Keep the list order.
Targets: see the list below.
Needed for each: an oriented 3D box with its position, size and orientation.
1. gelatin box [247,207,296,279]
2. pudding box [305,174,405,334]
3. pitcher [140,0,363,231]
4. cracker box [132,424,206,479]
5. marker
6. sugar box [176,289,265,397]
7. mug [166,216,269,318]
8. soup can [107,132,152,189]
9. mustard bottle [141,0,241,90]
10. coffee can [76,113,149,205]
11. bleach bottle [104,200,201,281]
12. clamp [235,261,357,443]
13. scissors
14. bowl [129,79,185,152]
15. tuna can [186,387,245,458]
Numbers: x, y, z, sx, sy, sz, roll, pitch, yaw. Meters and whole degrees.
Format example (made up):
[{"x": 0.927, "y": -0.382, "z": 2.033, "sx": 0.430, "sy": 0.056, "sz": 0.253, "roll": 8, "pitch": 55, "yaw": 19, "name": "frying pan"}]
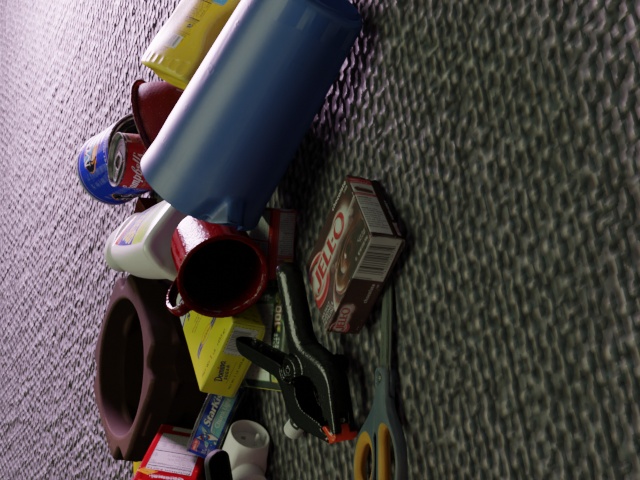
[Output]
[{"x": -0.057, "y": 0.001, "z": 1.122, "sx": 0.089, "sy": 0.030, "sz": 0.073, "roll": 8, "pitch": 94, "yaw": 62, "name": "gelatin box"}, {"x": 0.028, "y": 0.013, "z": 0.946, "sx": 0.114, "sy": 0.039, "sz": 0.090, "roll": -64, "pitch": 29, "yaw": 32, "name": "pudding box"}, {"x": -0.068, "y": -0.144, "z": 1.035, "sx": 0.243, "sy": 0.149, "sz": 0.144, "roll": -57, "pitch": -7, "yaw": 22, "name": "pitcher"}, {"x": -0.166, "y": 0.311, "z": 1.147, "sx": 0.213, "sy": 0.072, "sz": 0.164, "roll": -88, "pitch": 7, "yaw": -83, "name": "cracker box"}, {"x": -0.004, "y": 0.148, "z": 1.011, "sx": 0.121, "sy": 0.020, "sz": 0.020, "roll": -59, "pitch": 38, "yaw": 39, "name": "marker"}, {"x": -0.113, "y": 0.079, "z": 1.161, "sx": 0.093, "sy": 0.048, "sz": 0.176, "roll": -63, "pitch": 30, "yaw": 21, "name": "sugar box"}, {"x": -0.114, "y": 0.028, "z": 1.083, "sx": 0.117, "sy": 0.093, "sz": 0.081, "roll": -48, "pitch": 30, "yaw": 9, "name": "mug"}, {"x": -0.208, "y": -0.096, "z": 1.339, "sx": 0.069, "sy": 0.102, "sz": 0.068, "roll": -16, "pitch": 72, "yaw": 60, "name": "soup can"}, {"x": -0.118, "y": -0.260, "z": 1.197, "sx": 0.096, "sy": 0.058, "sz": 0.191, "roll": 27, "pitch": 83, "yaw": 47, "name": "mustard bottle"}, {"x": -0.259, "y": -0.108, "z": 1.435, "sx": 0.141, "sy": 0.102, "sz": 0.103, "roll": -14, "pitch": 74, "yaw": 60, "name": "coffee can"}, {"x": -0.201, "y": 0.005, "z": 1.240, "sx": 0.102, "sy": 0.068, "sz": 0.251, "roll": -56, "pitch": 20, "yaw": -22, "name": "bleach bottle"}, {"x": -0.024, "y": 0.119, "z": 0.985, "sx": 0.120, "sy": 0.039, "sz": 0.171, "roll": -55, "pitch": 49, "yaw": 45, "name": "clamp"}, {"x": 0.048, "y": 0.133, "z": 0.922, "sx": 0.096, "sy": 0.016, "sz": 0.202, "roll": 131, "pitch": 141, "yaw": -55, "name": "scissors"}, {"x": -0.158, "y": -0.125, "z": 1.246, "sx": 0.055, "sy": 0.162, "sz": 0.162, "roll": -24, "pitch": 57, "yaw": 13, "name": "bowl"}, {"x": -0.112, "y": 0.193, "z": 1.148, "sx": 0.086, "sy": 0.034, "sz": 0.086, "roll": 27, "pitch": -94, "yaw": -88, "name": "tuna can"}]
